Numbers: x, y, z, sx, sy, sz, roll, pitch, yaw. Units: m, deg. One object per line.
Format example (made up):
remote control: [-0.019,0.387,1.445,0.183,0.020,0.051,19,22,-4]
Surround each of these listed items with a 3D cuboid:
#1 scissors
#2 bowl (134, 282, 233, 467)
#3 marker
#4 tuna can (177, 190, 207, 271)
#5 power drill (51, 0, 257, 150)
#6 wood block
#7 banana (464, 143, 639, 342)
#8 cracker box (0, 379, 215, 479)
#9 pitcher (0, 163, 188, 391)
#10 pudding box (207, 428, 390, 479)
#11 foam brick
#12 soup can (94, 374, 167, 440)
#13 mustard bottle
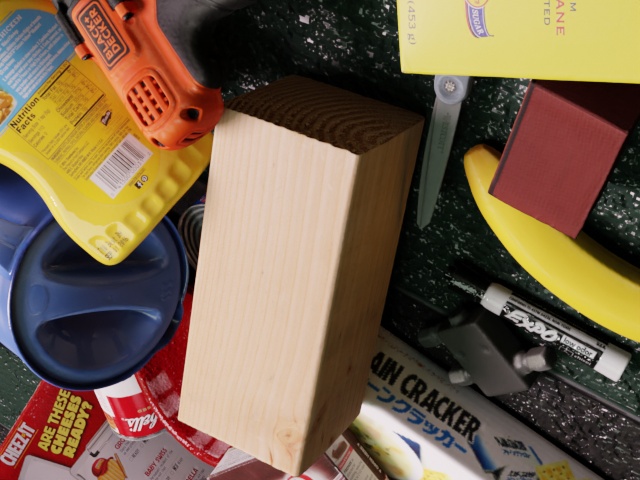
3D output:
scissors: [0.086,-0.086,0.544,0.096,0.016,0.202,10,126,27]
bowl: [-0.077,0.093,0.812,0.162,0.055,0.162,24,128,35]
marker: [0.129,0.047,0.647,0.121,0.020,0.020,29,140,14]
tuna can: [-0.055,0.001,0.741,0.086,0.033,0.086,22,138,21]
power drill: [-0.065,-0.164,0.524,0.188,0.057,0.184,-36,85,31]
wood block: [-0.014,0.019,0.631,0.091,0.090,0.206,21,118,22]
banana: [0.161,0.014,0.581,0.198,0.037,0.070,26,115,15]
cracker box: [-0.189,0.236,0.938,0.213,0.164,0.072,34,142,-10]
pitcher: [-0.221,0.003,0.768,0.243,0.144,0.149,19,126,46]
pudding box: [-0.010,0.173,0.742,0.114,0.039,0.090,-30,105,36]
foam brick: [0.125,-0.052,0.531,0.051,0.052,0.078,29,141,14]
soup can: [-0.161,0.109,0.902,0.069,0.068,0.102,12,133,31]
mustard bottle: [-0.156,-0.081,0.588,0.191,0.096,0.058,42,176,-9]
